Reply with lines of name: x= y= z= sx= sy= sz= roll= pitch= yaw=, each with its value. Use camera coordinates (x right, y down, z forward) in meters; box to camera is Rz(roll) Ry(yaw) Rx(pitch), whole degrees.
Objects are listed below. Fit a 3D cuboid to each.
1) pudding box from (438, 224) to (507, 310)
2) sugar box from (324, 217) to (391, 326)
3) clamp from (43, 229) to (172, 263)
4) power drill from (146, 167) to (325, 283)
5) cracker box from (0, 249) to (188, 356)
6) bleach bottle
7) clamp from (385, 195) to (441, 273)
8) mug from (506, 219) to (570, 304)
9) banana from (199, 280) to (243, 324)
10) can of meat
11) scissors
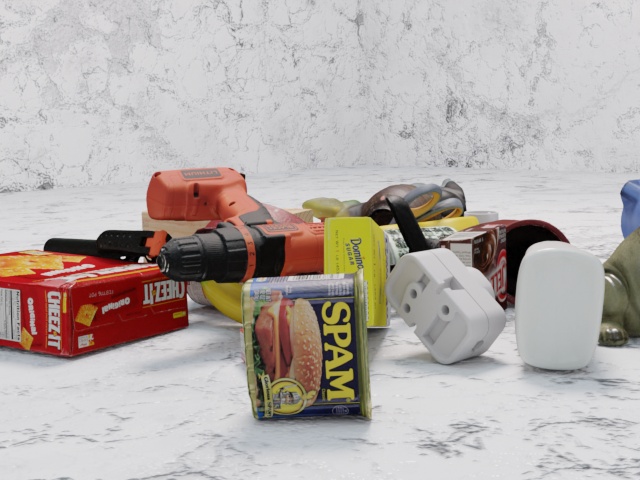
pudding box: x=0.154 y=0.034 z=1.064 sx=0.039 sy=0.090 sz=0.113 roll=1 pitch=8 yaw=29
sugar box: x=0.037 y=0.033 z=0.961 sx=0.048 sy=0.093 sz=0.176 roll=-1 pitch=-4 yaw=11
clamp: x=-0.197 y=0.020 z=1.168 sx=0.164 sy=0.036 sz=0.210 roll=19 pitch=-16 yaw=-28
power drill: x=-0.098 y=-0.013 z=1.030 sx=0.184 sy=0.057 sz=0.188 roll=-3 pitch=25 yaw=-33
cracker box: x=-0.263 y=0.055 z=1.052 sx=0.214 sy=0.072 sz=0.163 roll=4 pitch=8 yaw=33
bleach bottle: x=0.207 y=0.039 z=0.957 sx=0.068 sy=0.102 sz=0.250 roll=5 pitch=9 yaw=9
clamp: x=0.091 y=0.033 z=1.109 sx=0.171 sy=0.120 sz=0.039 roll=33 pitch=22 yaw=-35
mug: x=0.210 y=0.018 z=1.157 sx=0.117 sy=0.093 sz=0.081 roll=21 pitch=3 yaw=1
banana: x=-0.059 y=0.064 z=1.012 sx=0.069 sy=0.037 sz=0.198 roll=32 pitch=-12 yaw=-38
can of meat: x=-0.009 y=0.073 z=0.744 sx=0.084 sy=0.102 sz=0.057 roll=-3 pitch=7 yaw=3
scissors: x=0.076 y=-0.014 z=1.293 sx=0.202 sy=0.016 sz=0.096 roll=-22 pitch=-36 yaw=3
